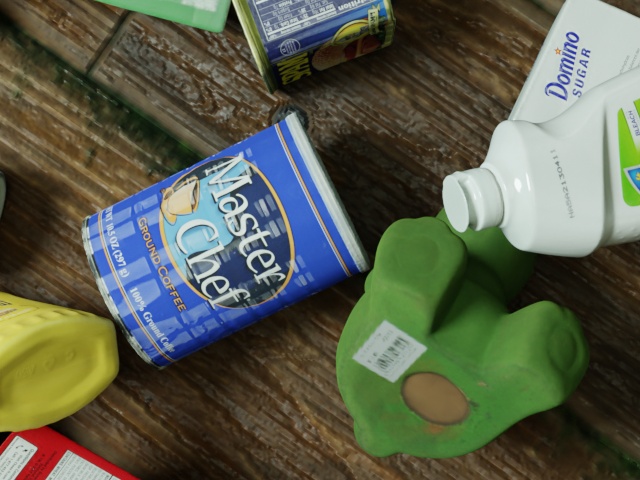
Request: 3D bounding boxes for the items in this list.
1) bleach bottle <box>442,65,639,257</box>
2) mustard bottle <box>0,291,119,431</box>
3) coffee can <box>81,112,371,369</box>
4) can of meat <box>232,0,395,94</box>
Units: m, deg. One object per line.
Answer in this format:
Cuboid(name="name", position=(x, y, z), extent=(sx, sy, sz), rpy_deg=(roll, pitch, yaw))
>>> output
Cuboid(name="bleach bottle", position=(0.181, -0.056, 0.558), extent=(0.250, 0.068, 0.102), rpy_deg=(-14, 80, -15))
Cuboid(name="mustard bottle", position=(-0.211, 0.057, 0.616), extent=(0.192, 0.096, 0.058), rpy_deg=(9, 110, 40))
Cuboid(name="coffee can", position=(-0.054, 0.001, 0.633), extent=(0.140, 0.103, 0.103), rpy_deg=(-26, 88, 3))
Cuboid(name="can of meat", position=(-0.004, -0.133, 0.633), extent=(0.084, 0.102, 0.057), rpy_deg=(-21, 88, 1))
